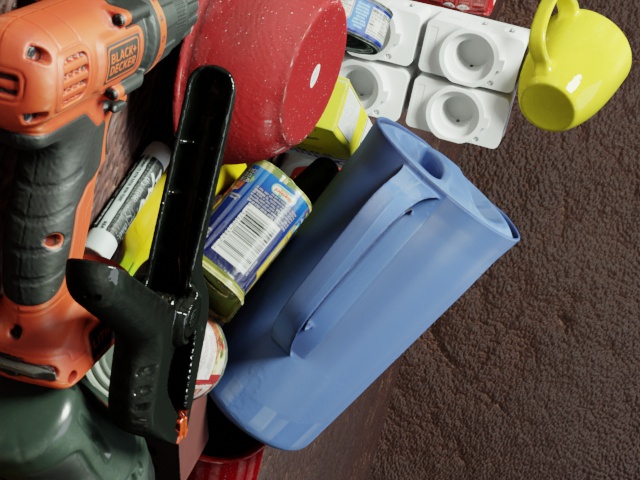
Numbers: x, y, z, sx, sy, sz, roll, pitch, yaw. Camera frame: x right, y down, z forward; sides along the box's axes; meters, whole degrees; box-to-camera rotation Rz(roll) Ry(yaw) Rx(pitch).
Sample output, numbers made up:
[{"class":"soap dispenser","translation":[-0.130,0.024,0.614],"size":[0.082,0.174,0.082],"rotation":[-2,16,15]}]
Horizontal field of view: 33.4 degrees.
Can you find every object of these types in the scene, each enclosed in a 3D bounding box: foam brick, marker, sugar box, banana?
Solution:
[{"class":"foam brick","translation":[-0.115,0.133,0.779],"size":[0.078,0.053,0.051],"rotation":[94,17,-45]},{"class":"marker","translation":[-0.110,-0.033,0.644],"size":[0.020,0.020,0.121],"rotation":[93,17,-50]},{"class":"sugar box","translation":[-0.014,-0.096,0.833],"size":[0.176,0.093,0.048],"rotation":[43,65,-77]},{"class":"banana","translation":[-0.088,-0.033,0.722],"size":[0.070,0.037,0.197],"rotation":[-50,179,30]}]

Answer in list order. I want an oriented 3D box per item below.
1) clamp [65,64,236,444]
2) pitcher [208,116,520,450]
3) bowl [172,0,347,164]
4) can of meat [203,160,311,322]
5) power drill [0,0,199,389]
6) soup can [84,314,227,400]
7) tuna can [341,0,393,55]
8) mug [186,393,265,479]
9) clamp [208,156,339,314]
[{"class":"clamp","translation":[-0.083,0.037,0.532],"size":[0.164,0.036,0.210],"rotation":[-64,166,-54]},{"class":"pitcher","translation":[0.017,0.038,0.782],"size":[0.243,0.149,0.145],"rotation":[-50,-147,15]},{"class":"bowl","translation":[-0.027,-0.110,0.654],"size":[0.162,0.055,0.162],"rotation":[-58,162,-33]},{"class":"can of meat","translation":[-0.055,0.001,0.719],"size":[0.084,0.057,0.102],"rotation":[-51,-179,-18]},{"class":"power drill","translation":[-0.115,-0.037,0.527],"size":[0.184,0.057,0.188],"rotation":[-51,153,-62]},{"class":"soup can","translation":[-0.106,0.073,0.694],"size":[0.102,0.068,0.068],"rotation":[31,76,-78]},{"class":"tuna can","translation":[0.013,-0.179,0.861],"size":[0.086,0.086,0.034],"rotation":[17,91,-79]},{"class":"mug","translation":[-0.090,0.157,0.883],"size":[0.082,0.093,0.117],"rotation":[102,-25,-44]},{"class":"clamp","translation":[-0.062,0.005,0.835],"size":[0.171,0.039,0.120],"rotation":[-46,-175,-37]}]
